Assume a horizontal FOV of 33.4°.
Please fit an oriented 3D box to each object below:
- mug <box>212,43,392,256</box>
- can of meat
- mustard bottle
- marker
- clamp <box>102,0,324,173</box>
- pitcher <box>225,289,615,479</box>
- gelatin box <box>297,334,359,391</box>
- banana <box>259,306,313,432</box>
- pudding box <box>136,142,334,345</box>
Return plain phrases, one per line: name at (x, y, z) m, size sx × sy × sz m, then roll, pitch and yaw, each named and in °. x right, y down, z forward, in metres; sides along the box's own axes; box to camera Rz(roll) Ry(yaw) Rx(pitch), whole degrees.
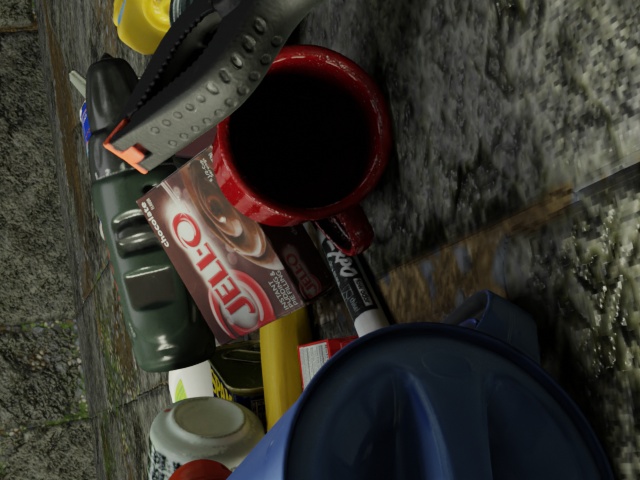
mug at (-0.009, -0.042, 0.591) m, size 0.117 × 0.093 × 0.082 m, roll 54°, pitch 166°, yaw -2°
can of meat at (-0.048, 0.131, 0.807) m, size 0.102 × 0.057 × 0.084 m, roll -147°, pitch 50°, yaw -67°
mustard bottle at (-0.127, -0.198, 0.861) m, size 0.096 × 0.058 × 0.192 m, roll -54°, pitch 20°, yaw 8°
marker at (0.014, 0.014, 0.631) m, size 0.020 × 0.020 × 0.121 m, roll 100°, pitch 156°, yaw -43°
clamp at (-0.033, -0.124, 0.536) m, size 0.210 × 0.036 × 0.164 m, roll -45°, pitch 31°, yaw 13°
pitcher at (0.012, 0.131, 0.468) m, size 0.243 × 0.149 × 0.145 m, roll -50°, pitch 58°, yaw 56°
gelatin box at (0.013, 0.095, 0.645) m, size 0.089 × 0.030 × 0.073 m, roll 148°, pitch 114°, yaw -74°
banana at (-0.022, 0.107, 0.714) m, size 0.069 × 0.037 × 0.198 m, roll 47°, pitch -145°, yaw -72°
pudding box at (-0.054, 0.001, 0.668) m, size 0.090 × 0.039 × 0.113 m, roll -29°, pitch 89°, yaw 43°
